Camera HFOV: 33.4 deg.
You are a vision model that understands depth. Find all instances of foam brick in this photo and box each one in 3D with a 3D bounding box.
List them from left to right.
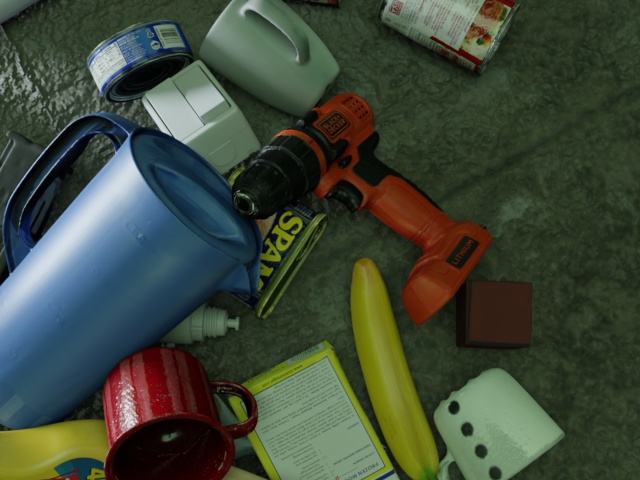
[{"bbox_3d":[0.139,0.061,0.865,0.051,0.078,0.053,2,84,1],"label":"foam brick"}]

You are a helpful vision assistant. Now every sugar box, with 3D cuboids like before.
[{"bbox_3d":[0.007,0.180,0.855,0.093,0.048,0.176,-27,95,-2],"label":"sugar box"}]

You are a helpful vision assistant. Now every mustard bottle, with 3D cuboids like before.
[{"bbox_3d":[-0.206,0.181,0.830,0.191,0.096,0.058,-4,43,-24],"label":"mustard bottle"}]

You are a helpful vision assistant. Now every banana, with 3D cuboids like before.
[{"bbox_3d":[0.061,0.113,0.866,0.037,0.070,0.198,-11,71,-23],"label":"banana"}]

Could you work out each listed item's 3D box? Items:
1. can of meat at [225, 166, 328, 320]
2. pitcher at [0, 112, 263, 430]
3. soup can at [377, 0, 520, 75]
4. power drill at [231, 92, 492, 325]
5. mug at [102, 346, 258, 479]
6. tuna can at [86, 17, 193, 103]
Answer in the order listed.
[{"bbox_3d":[-0.056,0.001,0.891,0.084,0.057,0.102,32,84,8],"label":"can of meat"},{"bbox_3d":[-0.177,0.030,0.825,0.243,0.144,0.149,-42,43,17],"label":"pitcher"},{"bbox_3d":[0.109,-0.194,0.908,0.102,0.068,0.068,30,83,6],"label":"soup can"},{"bbox_3d":[0.036,-0.023,0.849,0.187,0.057,0.184,44,44,1],"label":"power drill"},{"bbox_3d":[-0.104,0.130,0.785,0.117,0.093,0.081,-11,38,-10],"label":"mug"},{"bbox_3d":[-0.151,-0.150,0.900,0.086,0.086,0.034,-26,84,-2],"label":"tuna can"}]
